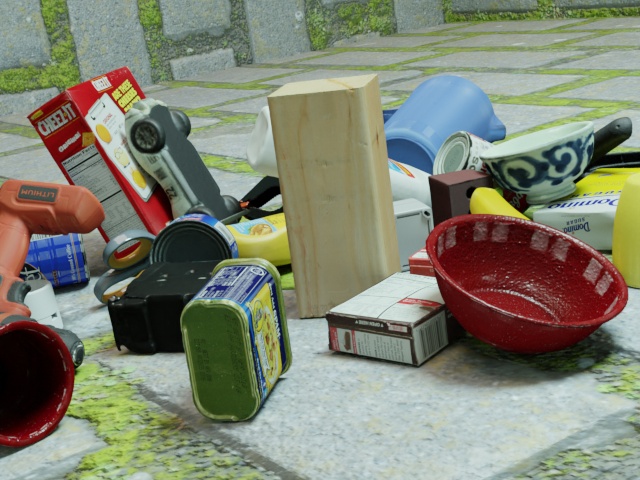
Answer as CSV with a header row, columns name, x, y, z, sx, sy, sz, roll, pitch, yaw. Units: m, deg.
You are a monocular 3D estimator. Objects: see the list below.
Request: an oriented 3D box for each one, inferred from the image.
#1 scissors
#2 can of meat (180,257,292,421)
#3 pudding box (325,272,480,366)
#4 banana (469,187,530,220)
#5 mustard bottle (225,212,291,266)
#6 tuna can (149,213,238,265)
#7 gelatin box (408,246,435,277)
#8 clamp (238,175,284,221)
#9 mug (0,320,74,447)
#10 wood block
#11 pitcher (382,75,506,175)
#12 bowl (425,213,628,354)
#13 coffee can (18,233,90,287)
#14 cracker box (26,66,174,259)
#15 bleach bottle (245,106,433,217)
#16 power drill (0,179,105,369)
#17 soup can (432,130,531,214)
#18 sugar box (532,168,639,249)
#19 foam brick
name,x,y,z,sx,sy,sz,roll,pitch,yaw
scissors,-0.155,-0.005,1.118,0.201,0.096,0.016,-36,61,-22
can of meat,-0.063,0.075,0.808,0.057,0.102,0.083,-3,18,15
pudding box,0.072,0.063,0.899,0.090,0.039,0.113,5,18,38
banana,0.196,-0.009,1.007,0.069,0.037,0.198,-13,34,-22
mustard bottle,-0.057,0.002,1.144,0.191,0.058,0.096,-13,15,-18
tuna can,-0.126,0.017,1.075,0.086,0.086,0.033,-5,14,9
gelatin box,0.137,0.020,1.035,0.073,0.030,0.089,4,19,32
clamp,-0.019,-0.062,1.286,0.172,0.120,0.039,-3,-28,21
mug,-0.256,0.098,0.810,0.082,0.117,0.093,-1,46,42
wood block,0.017,-0.042,0.987,0.090,0.206,0.090,-4,15,13
pitcher,0.127,-0.124,1.378,0.149,0.145,0.242,-37,3,30
bowl,0.156,0.041,0.845,0.162,0.055,0.162,9,29,-5
coffee can,-0.334,0.009,1.174,0.140,0.103,0.103,-12,16,-14
cracker box,-0.226,-0.083,1.241,0.072,0.213,0.164,-28,9,21
bleach bottle,0.045,-0.076,1.205,0.250,0.068,0.102,18,14,-15
power drill,-0.271,0.034,0.984,0.185,0.057,0.187,8,56,20
soup can,0.186,-0.074,1.194,0.102,0.068,0.069,21,3,-25
sugar box,0.302,-0.036,1.119,0.094,0.048,0.175,0,15,36
foam brick,0.150,-0.032,1.123,0.053,0.078,0.051,-13,15,-17
